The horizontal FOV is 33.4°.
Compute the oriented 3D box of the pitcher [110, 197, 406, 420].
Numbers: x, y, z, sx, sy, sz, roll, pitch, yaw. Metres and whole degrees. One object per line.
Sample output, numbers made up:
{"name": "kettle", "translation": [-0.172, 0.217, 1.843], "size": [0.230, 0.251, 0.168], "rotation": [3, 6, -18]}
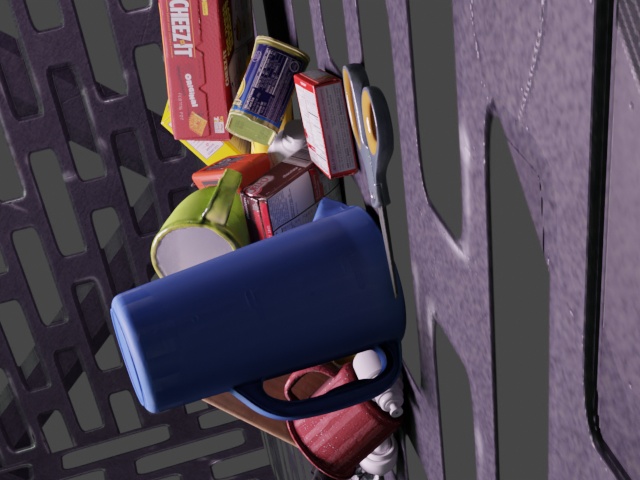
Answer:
{"name": "pitcher", "translation": [-0.051, 0.074, 0.943], "size": [0.149, 0.242, 0.145], "rotation": [-131, 27, -55]}

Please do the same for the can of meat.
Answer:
{"name": "can of meat", "translation": [-0.055, -0.147, 1.073], "size": [0.102, 0.057, 0.084], "rotation": [144, 148, -81]}

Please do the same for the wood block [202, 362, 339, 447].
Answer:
{"name": "wood block", "translation": [-0.080, 0.132, 1.122], "size": [0.090, 0.206, 0.091], "rotation": [-60, 20, 0]}

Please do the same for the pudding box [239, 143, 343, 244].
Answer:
{"name": "pudding box", "translation": [-0.024, -0.031, 1.039], "size": [0.039, 0.113, 0.090], "rotation": [17, 129, 36]}

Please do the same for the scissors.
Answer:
{"name": "scissors", "translation": [0.050, -0.042, 0.849], "size": [0.096, 0.016, 0.202], "rotation": [-150, 46, -78]}

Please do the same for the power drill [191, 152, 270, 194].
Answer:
{"name": "power drill", "translation": [-0.057, 0.001, 1.140], "size": [0.185, 0.057, 0.187], "rotation": [3, 117, 56]}

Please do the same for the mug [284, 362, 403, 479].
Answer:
{"name": "mug", "translation": [0.018, 0.166, 1.051], "size": [0.117, 0.082, 0.093], "rotation": [43, -161, -6]}

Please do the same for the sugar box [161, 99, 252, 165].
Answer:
{"name": "sugar box", "translation": [-0.114, -0.115, 1.314], "size": [0.176, 0.048, 0.093], "rotation": [45, -159, -22]}

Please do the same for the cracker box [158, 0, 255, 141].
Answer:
{"name": "cracker box", "translation": [-0.123, -0.225, 1.202], "size": [0.213, 0.072, 0.164], "rotation": [-79, -13, -63]}

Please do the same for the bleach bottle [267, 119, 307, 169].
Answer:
{"name": "bleach bottle", "translation": [-0.023, -0.032, 1.182], "size": [0.251, 0.068, 0.103], "rotation": [92, 154, -53]}

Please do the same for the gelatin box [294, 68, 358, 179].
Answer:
{"name": "gelatin box", "translation": [0.006, -0.107, 0.975], "size": [0.073, 0.030, 0.089], "rotation": [-132, 28, -68]}
